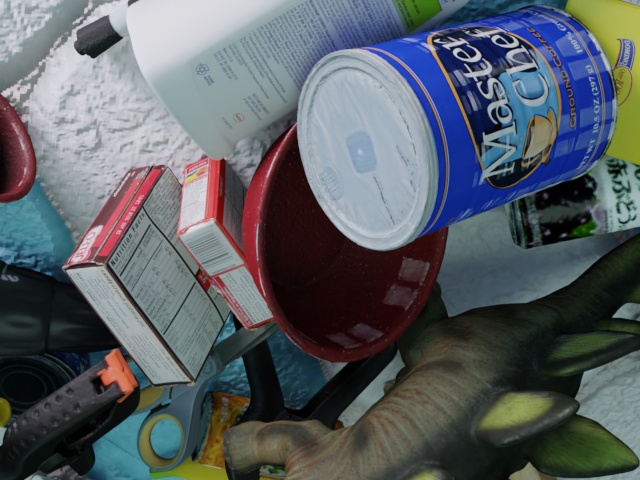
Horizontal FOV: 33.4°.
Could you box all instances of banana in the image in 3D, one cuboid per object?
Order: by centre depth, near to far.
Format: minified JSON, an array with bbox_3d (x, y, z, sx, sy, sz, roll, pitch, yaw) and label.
[{"bbox_3d":[-0.034,0.202,0.845,0.197,0.037,0.070,30,143,-20],"label":"banana"}]

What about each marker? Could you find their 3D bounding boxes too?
[{"bbox_3d":[-0.088,-0.136,0.597,0.121,0.020,0.020,-26,124,16],"label":"marker"}]

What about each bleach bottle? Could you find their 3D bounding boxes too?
[{"bbox_3d":[0.028,-0.137,0.572,0.251,0.068,0.102,-25,148,9],"label":"bleach bottle"}]

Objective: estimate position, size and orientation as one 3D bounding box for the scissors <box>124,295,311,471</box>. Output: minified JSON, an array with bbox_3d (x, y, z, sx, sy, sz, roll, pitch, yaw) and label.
[{"bbox_3d":[-0.074,0.103,0.725,0.202,0.016,0.096,-16,92,34],"label":"scissors"}]

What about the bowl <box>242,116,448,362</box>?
[{"bbox_3d":[0.006,-0.011,0.637,0.055,0.162,0.162,11,142,45],"label":"bowl"}]

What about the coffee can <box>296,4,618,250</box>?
[{"bbox_3d":[0.073,-0.063,0.569,0.140,0.103,0.103,-20,135,-33],"label":"coffee can"}]

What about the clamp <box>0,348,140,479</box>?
[{"bbox_3d":[-0.187,0.137,0.703,0.164,0.036,0.210,-20,162,-43],"label":"clamp"}]

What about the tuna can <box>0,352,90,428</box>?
[{"bbox_3d":[-0.208,0.095,0.756,0.086,0.034,0.086,-1,127,-2],"label":"tuna can"}]

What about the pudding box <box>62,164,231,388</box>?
[{"bbox_3d":[-0.101,0.023,0.668,0.039,0.090,0.113,-6,130,33],"label":"pudding box"}]

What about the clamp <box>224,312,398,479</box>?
[{"bbox_3d":[-0.011,0.125,0.747,0.120,0.039,0.171,7,95,-8],"label":"clamp"}]

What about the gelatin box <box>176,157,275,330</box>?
[{"bbox_3d":[-0.054,0.001,0.668,0.030,0.073,0.089,-23,125,15],"label":"gelatin box"}]
